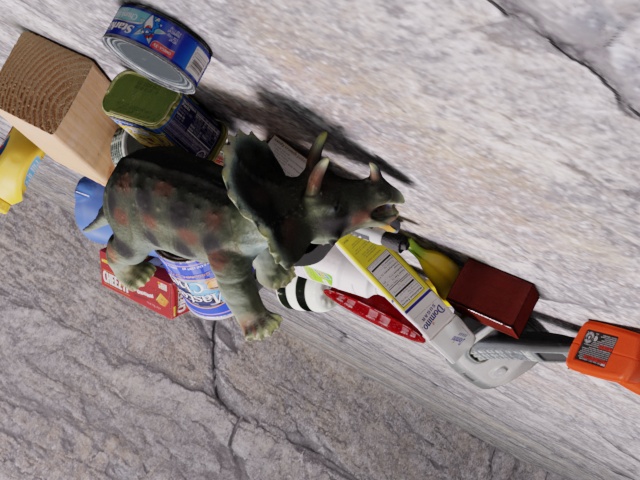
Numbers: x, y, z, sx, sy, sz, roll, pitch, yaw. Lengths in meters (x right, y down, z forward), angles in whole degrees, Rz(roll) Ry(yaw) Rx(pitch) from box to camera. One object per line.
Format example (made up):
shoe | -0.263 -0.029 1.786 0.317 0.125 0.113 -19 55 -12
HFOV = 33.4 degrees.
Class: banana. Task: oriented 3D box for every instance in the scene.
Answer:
banana | 0.138 0.044 1.212 0.070 0.037 0.197 48 176 21

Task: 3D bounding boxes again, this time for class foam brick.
foam brick | 0.181 0.061 1.120 0.078 0.051 0.053 23 171 24

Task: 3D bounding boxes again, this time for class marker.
marker | 0.040 -0.012 1.112 0.121 0.020 0.020 21 169 31

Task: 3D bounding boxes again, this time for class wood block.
wood block | -0.277 -0.140 1.193 0.091 0.090 0.206 25 171 12

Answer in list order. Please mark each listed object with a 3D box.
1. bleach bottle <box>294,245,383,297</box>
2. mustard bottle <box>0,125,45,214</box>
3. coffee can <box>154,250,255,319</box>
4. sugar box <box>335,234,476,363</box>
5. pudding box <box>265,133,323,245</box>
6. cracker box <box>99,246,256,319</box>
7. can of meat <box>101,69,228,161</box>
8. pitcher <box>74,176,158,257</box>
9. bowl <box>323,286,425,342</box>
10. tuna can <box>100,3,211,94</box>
bleach bottle | -0.010 0.022 1.423 0.251 0.068 0.102 21 168 22
mustard bottle | -0.362 -0.107 1.293 0.058 0.191 0.096 30 171 -15
coffee can | -0.147 0.023 1.370 0.103 0.102 0.140 23 154 27
sugar box | 0.091 0.051 1.165 0.176 0.048 0.093 44 -179 31
pudding box | -0.021 -0.049 1.057 0.113 0.039 0.090 35 164 -5
cracker box | -0.208 0.035 1.659 0.164 0.072 0.213 21 -148 35
can of meat | -0.156 -0.121 1.060 0.102 0.057 0.083 20 166 37
pitcher | -0.227 -0.034 1.552 0.243 0.149 0.145 16 127 39
bowl | 0.087 0.085 1.512 0.162 0.055 0.162 26 171 4
tuna can | -0.132 -0.155 0.865 0.086 0.033 0.086 27 171 4
